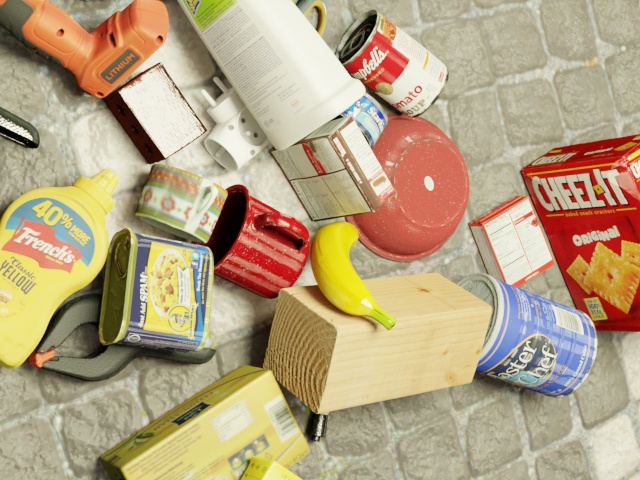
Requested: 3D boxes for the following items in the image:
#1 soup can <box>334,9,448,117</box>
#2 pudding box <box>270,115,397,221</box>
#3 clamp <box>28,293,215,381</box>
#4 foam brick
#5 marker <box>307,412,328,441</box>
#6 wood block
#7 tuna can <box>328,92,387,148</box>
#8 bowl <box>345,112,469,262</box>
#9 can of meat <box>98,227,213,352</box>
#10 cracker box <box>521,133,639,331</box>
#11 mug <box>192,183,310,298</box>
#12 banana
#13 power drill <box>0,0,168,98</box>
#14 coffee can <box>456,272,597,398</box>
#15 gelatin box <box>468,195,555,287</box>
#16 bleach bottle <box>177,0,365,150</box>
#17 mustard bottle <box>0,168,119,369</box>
[{"bbox_3d":[0.074,-0.182,1.107,0.102,0.069,0.068,33,74,-24],"label":"soup can"},{"bbox_3d":[0.011,-0.068,1.044,0.039,0.114,0.090,-40,107,-26],"label":"pudding box"},{"bbox_3d":[-0.185,0.070,0.979,0.171,0.039,0.120,-11,82,-31],"label":"clamp"},{"bbox_3d":[-0.154,-0.117,0.991,0.051,0.053,0.078,-41,106,-23],"label":"foam brick"},{"bbox_3d":[0.006,0.145,1.089,0.020,0.020,0.121,15,82,-27],"label":"marker"},{"bbox_3d":[0.059,0.095,1.042,0.205,0.091,0.090,-4,116,-39],"label":"wood block"},{"bbox_3d":[0.022,-0.125,1.067,0.086,0.086,0.033,37,73,-22],"label":"tuna can"},{"bbox_3d":[0.102,-0.058,1.126,0.161,0.055,0.162,1,88,-28],"label":"bowl"},{"bbox_3d":[-0.145,0.047,0.951,0.083,0.058,0.102,12,74,-30],"label":"can of meat"},{"bbox_3d":[0.333,-0.003,1.187,0.072,0.164,0.213,-31,103,-28],"label":"cracker box"},{"bbox_3d":[-0.057,0.001,1.008,0.081,0.117,0.093,28,56,-30],"label":"mug"},{"bbox_3d":[0.020,0.023,1.019,0.069,0.198,0.037,36,107,-24],"label":"banana"},{"bbox_3d":[-0.221,-0.207,0.889,0.187,0.185,0.057,27,44,-38],"label":"power drill"},{"bbox_3d":[0.212,0.104,1.153,0.140,0.103,0.103,20,79,-27],"label":"coffee can"},{"bbox_3d":[0.215,0.004,1.199,0.073,0.030,0.089,-29,102,-25],"label":"gelatin box"},{"bbox_3d":[-0.070,-0.210,0.973,0.251,0.103,0.068,55,41,-8],"label":"bleach bottle"},{"bbox_3d":[-0.243,0.011,0.935,0.096,0.058,0.191,38,70,-3],"label":"mustard bottle"}]
